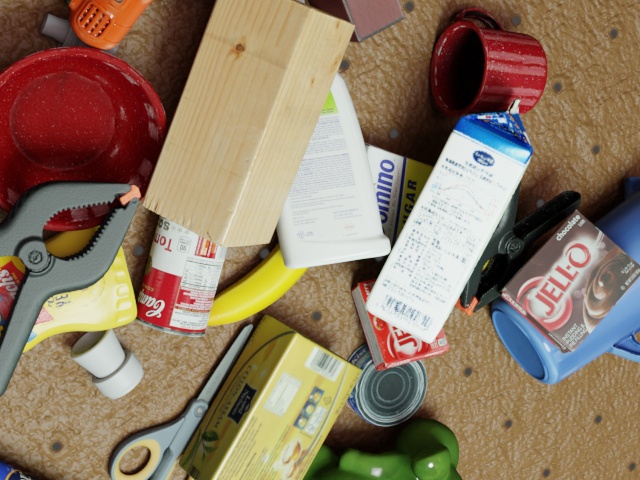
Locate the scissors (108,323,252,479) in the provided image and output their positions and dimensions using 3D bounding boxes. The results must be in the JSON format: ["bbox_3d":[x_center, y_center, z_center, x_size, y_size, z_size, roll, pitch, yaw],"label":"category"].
[{"bbox_3d":[-0.137,0.165,1.022,0.096,0.016,0.202,16,95,-27],"label":"scissors"}]

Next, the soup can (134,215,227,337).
[{"bbox_3d":[-0.125,0.029,0.968,0.068,0.069,0.102,13,96,-26],"label":"soup can"}]

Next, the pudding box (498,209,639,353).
[{"bbox_3d":[0.245,0.041,1.048,0.090,0.039,0.113,43,80,6],"label":"pudding box"}]

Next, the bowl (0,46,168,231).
[{"bbox_3d":[-0.213,-0.091,0.899,0.162,0.055,0.162,-9,118,-18],"label":"bowl"}]

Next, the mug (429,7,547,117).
[{"bbox_3d":[0.164,-0.175,1.046,0.081,0.093,0.117,1,65,-29],"label":"mug"}]

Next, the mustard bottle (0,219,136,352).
[{"bbox_3d":[-0.261,0.048,0.917,0.191,0.058,0.096,-15,95,-19],"label":"mustard bottle"}]

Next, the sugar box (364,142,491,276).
[{"bbox_3d":[0.100,-0.031,1.065,0.176,0.048,0.093,15,98,-27],"label":"sugar box"}]

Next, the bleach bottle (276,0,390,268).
[{"bbox_3d":[-0.004,-0.104,0.973,0.102,0.068,0.251,-8,91,-6],"label":"bleach bottle"}]

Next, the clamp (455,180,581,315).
[{"bbox_3d":[0.179,-0.009,1.056,0.120,0.039,0.171,41,85,-32],"label":"clamp"}]

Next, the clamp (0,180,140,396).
[{"bbox_3d":[-0.244,0.007,0.869,0.210,0.036,0.164,-41,108,-11],"label":"clamp"}]

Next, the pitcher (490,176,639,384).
[{"bbox_3d":[0.312,0.053,1.127,0.242,0.149,0.145,-33,115,-10],"label":"pitcher"}]

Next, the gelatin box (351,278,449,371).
[{"bbox_3d":[0.080,0.079,1.069,0.073,0.030,0.089,-12,75,-20],"label":"gelatin box"}]

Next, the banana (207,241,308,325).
[{"bbox_3d":[-0.039,0.007,1.022,0.069,0.037,0.198,31,87,-7],"label":"banana"}]

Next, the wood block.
[{"bbox_3d":[-0.061,-0.107,0.904,0.090,0.091,0.206,-6,121,-66],"label":"wood block"}]

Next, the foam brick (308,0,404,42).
[{"bbox_3d":[0.031,-0.216,0.976,0.051,0.078,0.053,-31,114,-15],"label":"foam brick"}]

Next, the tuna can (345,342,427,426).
[{"bbox_3d":[0.066,0.147,1.098,0.086,0.034,0.086,-5,104,-23],"label":"tuna can"}]
